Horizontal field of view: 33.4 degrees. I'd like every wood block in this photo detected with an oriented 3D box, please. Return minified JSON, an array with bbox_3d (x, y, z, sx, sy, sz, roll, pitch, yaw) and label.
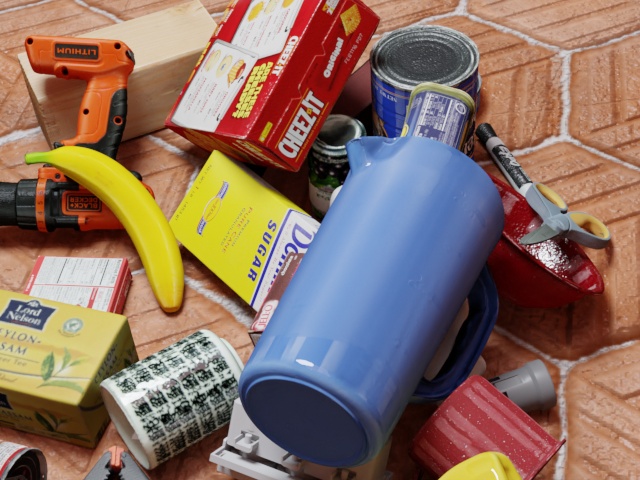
[{"bbox_3d":[-0.206,-0.172,1.147,0.205,0.090,0.091,-21,48,-15],"label":"wood block"}]

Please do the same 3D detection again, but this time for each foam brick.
[{"bbox_3d":[0.048,-0.140,1.100,0.078,0.053,0.051,-41,50,1],"label":"foam brick"}]

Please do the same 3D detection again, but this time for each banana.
[{"bbox_3d":[-0.182,-0.022,0.985,0.198,0.037,0.069,45,68,3],"label":"banana"}]

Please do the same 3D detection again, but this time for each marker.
[{"bbox_3d":[0.186,-0.079,1.068,0.020,0.020,0.121,-16,47,-11],"label":"marker"}]

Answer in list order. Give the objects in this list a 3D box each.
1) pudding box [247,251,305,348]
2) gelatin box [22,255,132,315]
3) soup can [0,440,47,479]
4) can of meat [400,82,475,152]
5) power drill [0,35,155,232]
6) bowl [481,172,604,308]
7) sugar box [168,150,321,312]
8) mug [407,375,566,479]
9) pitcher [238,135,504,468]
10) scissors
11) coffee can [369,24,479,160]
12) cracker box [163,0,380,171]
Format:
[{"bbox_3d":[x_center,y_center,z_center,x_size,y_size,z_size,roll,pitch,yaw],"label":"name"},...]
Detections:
[{"bbox_3d":[-0.012,0.079,0.866,0.039,0.113,0.090,2,44,27],"label":"pudding box"},{"bbox_3d":[-0.223,0.050,0.974,0.089,0.030,0.073,2,45,7],"label":"gelatin box"},{"bbox_3d":[-0.273,0.181,0.823,0.102,0.068,0.068,11,48,16],"label":"soup can"},{"bbox_3d":[0.091,-0.069,0.921,0.057,0.102,0.084,16,51,5],"label":"can of meat"},{"bbox_3d":[-0.252,-0.101,1.037,0.184,0.057,0.187,1,88,-7],"label":"power drill"},{"bbox_3d":[0.167,0.008,0.927,0.162,0.055,0.162,34,21,-15],"label":"bowl"},{"bbox_3d":[-0.056,0.001,0.965,0.176,0.048,0.093,38,100,37],"label":"sugar box"},{"bbox_3d":[0.112,0.163,0.787,0.081,0.117,0.093,41,20,17],"label":"mug"},{"bbox_3d":[0.045,0.050,0.787,0.149,0.145,0.242,19,49,15],"label":"pitcher"},{"bbox_3d":[0.192,-0.022,0.928,0.201,0.016,0.096,4,35,-52],"label":"scissors"},{"bbox_3d":[0.100,-0.121,1.032,0.103,0.140,0.103,-3,46,3],"label":"coffee can"},{"bbox_3d":[-0.052,-0.158,1.023,0.214,0.072,0.164,19,79,60],"label":"cracker box"}]
